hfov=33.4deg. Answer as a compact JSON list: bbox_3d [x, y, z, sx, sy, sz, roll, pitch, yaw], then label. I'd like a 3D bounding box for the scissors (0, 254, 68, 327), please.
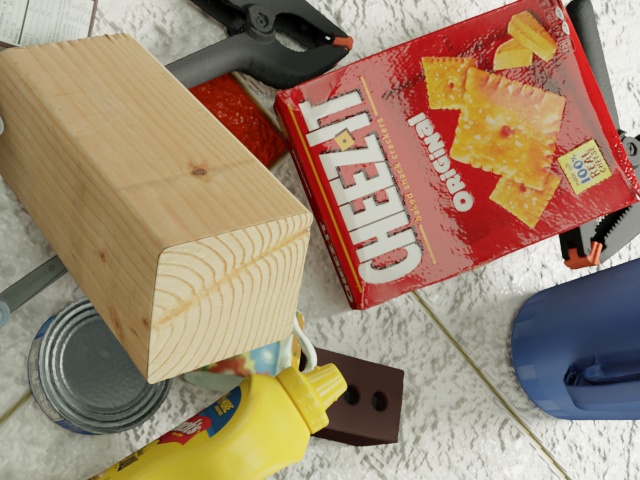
[{"bbox_3d":[-0.197,0.065,0.631,0.201,0.016,0.096,-22,110,-38],"label":"scissors"}]

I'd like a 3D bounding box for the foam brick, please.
[{"bbox_3d":[0.009,0.107,0.725,0.078,0.051,0.053,16,70,-25],"label":"foam brick"}]

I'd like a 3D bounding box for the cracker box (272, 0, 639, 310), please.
[{"bbox_3d":[0.094,-0.063,0.752,0.213,0.072,0.164,-21,88,-3],"label":"cracker box"}]

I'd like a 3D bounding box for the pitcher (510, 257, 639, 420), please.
[{"bbox_3d":[0.241,0.071,0.752,0.149,0.243,0.145,22,68,-23],"label":"pitcher"}]

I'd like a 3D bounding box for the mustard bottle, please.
[{"bbox_3d":[-0.069,0.129,0.617,0.191,0.096,0.058,-31,93,-10],"label":"mustard bottle"}]

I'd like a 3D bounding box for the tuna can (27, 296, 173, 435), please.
[{"bbox_3d":[-0.136,0.077,0.661,0.086,0.034,0.086,7,75,-28],"label":"tuna can"}]

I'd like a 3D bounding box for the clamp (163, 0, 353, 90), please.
[{"bbox_3d":[-0.055,-0.140,0.754,0.171,0.039,0.120,13,69,-25],"label":"clamp"}]

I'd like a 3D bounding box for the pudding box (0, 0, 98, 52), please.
[{"bbox_3d":[-0.199,-0.157,0.679,0.113,0.039,0.090,15,71,-24],"label":"pudding box"}]

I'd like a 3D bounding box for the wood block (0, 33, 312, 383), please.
[{"bbox_3d":[-0.103,-0.029,0.606,0.090,0.090,0.206,-15,43,-32],"label":"wood block"}]
